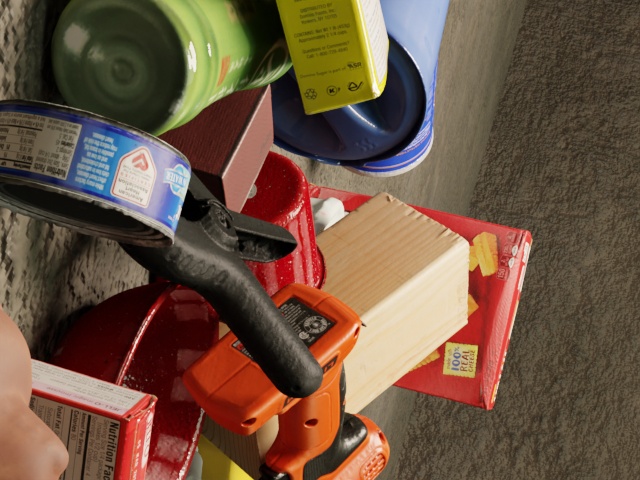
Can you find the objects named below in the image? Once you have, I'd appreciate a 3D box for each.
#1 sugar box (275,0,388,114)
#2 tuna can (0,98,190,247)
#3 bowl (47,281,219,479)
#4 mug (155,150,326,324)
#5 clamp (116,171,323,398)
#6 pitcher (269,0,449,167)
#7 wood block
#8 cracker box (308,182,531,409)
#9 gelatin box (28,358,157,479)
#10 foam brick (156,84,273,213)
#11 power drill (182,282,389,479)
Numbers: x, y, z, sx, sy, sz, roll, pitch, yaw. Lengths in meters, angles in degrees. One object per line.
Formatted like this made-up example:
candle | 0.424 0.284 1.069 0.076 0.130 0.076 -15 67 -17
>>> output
sugar box | -0.006 -0.161 0.523 0.093 0.048 0.176 -80 155 -60
tuna can | -0.096 -0.026 0.427 0.086 0.086 0.034 56 47 -74
bowl | -0.108 0.089 0.572 0.162 0.055 0.162 14 90 -78
mug | -0.054 0.001 0.682 0.117 0.093 0.081 -30 141 -21
clamp | -0.059 -0.004 0.549 0.171 0.039 0.120 47 14 -29
pitcher | 0.032 -0.185 0.760 0.149 0.145 0.242 -38 -156 45
wood block | 0.004 0.064 0.759 0.205 0.091 0.090 -34 139 -28
cracker box | 0.070 0.049 0.975 0.072 0.214 0.164 35 69 -75
gelatin box | -0.117 0.090 0.449 0.030 0.089 0.073 -42 144 -69
foam brick | -0.065 -0.054 0.625 0.053 0.051 0.078 89 19 -53
power drill | -0.031 0.131 0.636 0.184 0.057 0.188 -41 145 -32
